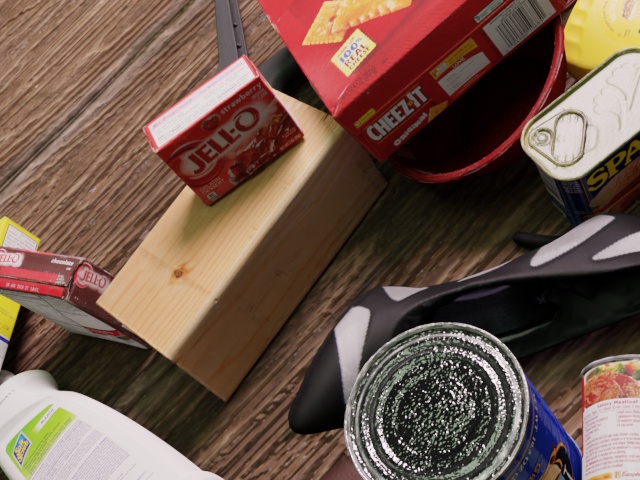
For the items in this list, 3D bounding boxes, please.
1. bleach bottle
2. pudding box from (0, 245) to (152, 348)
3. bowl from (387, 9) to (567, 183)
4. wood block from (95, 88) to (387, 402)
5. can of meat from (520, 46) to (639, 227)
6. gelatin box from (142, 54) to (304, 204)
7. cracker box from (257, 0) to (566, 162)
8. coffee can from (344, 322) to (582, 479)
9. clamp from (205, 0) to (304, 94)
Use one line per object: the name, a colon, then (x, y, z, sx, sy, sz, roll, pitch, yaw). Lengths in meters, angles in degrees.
bleach bottle: (-0.172, 0.157, 0.780, 0.251, 0.068, 0.102, 29, 75, 40)
pudding box: (-0.187, 0.044, 0.823, 0.090, 0.113, 0.039, 8, 69, 32)
bowl: (0.119, -0.105, 0.768, 0.162, 0.055, 0.162, -26, 51, 36)
wood block: (-0.056, 0.001, 0.793, 0.091, 0.090, 0.206, 30, 78, 37)
can of meat: (0.190, -0.062, 0.699, 0.102, 0.084, 0.057, -39, 54, 2)
gelatin box: (-0.066, -0.074, 0.738, 0.089, 0.073, 0.030, -35, 52, 5)
cracker box: (0.047, -0.184, 0.767, 0.164, 0.072, 0.214, -40, 47, 12)
coffee can: (0.087, 0.122, 0.608, 0.103, 0.140, 0.103, -14, 56, 21)
clamp: (-0.052, -0.133, 0.906, 0.165, 0.036, 0.210, 6, 67, 32)
